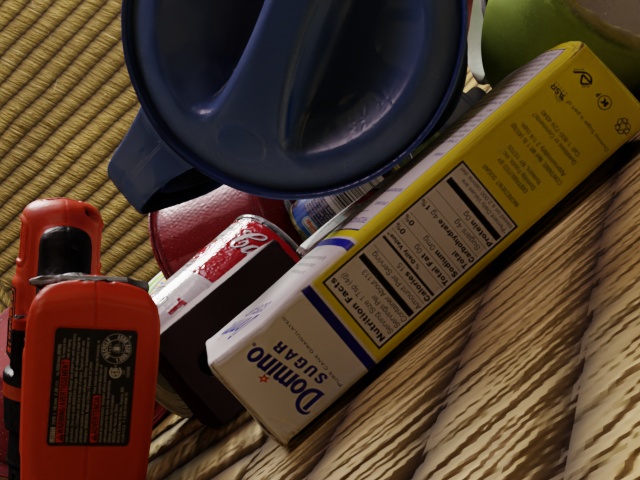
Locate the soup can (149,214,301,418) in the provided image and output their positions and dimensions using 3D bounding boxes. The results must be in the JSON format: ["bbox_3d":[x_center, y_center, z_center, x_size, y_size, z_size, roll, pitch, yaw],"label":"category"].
[{"bbox_3d":[-0.059,0.042,0.601,0.102,0.068,0.069,-42,5,-28],"label":"soup can"}]

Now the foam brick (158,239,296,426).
[{"bbox_3d":[-0.040,0.045,0.517,0.078,0.053,0.051,-41,5,-17],"label":"foam brick"}]

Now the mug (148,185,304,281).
[{"bbox_3d":[-0.055,0.001,0.700,0.082,0.093,0.117,-23,36,26],"label":"mug"}]

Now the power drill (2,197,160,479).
[{"bbox_3d":[-0.129,0.075,0.534,0.057,0.184,0.188,1,6,-21],"label":"power drill"}]

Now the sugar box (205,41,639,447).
[{"bbox_3d":[0.035,0.000,0.411,0.176,0.048,0.093,-43,4,-5],"label":"sugar box"}]

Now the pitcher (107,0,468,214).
[{"bbox_3d":[0.002,-0.085,0.510,0.149,0.145,0.242,4,6,11],"label":"pitcher"}]

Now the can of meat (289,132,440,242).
[{"bbox_3d":[0.034,-0.036,0.692,0.084,0.057,0.102,-40,3,26],"label":"can of meat"}]
